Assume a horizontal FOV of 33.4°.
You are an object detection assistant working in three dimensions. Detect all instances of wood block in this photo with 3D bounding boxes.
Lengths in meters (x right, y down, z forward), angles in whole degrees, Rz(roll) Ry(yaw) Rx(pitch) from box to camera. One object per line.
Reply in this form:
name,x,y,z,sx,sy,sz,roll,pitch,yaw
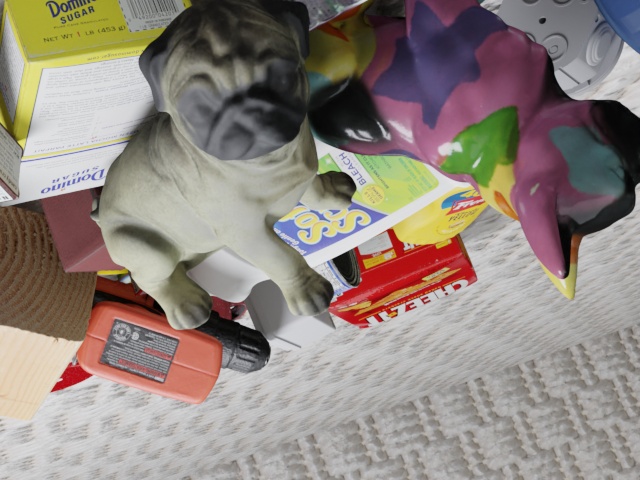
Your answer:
wood block,-0.236,0.061,0.808,0.090,0.090,0.206,16,151,-19

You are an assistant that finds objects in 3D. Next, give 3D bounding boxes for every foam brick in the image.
foam brick,-0.147,-0.023,0.713,0.051,0.078,0.052,-33,160,34

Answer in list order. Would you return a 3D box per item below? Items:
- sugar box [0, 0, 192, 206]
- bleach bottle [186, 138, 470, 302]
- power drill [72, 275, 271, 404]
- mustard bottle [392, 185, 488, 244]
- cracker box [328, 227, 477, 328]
sugar box,-0.135,-0.080,0.599,0.093,0.048,0.176,-15,167,-27
bleach bottle,-0.009,-0.021,0.804,0.251,0.102,0.068,-35,-162,20
power drill,-0.122,0.081,0.866,0.184,0.057,0.188,17,-179,-9
mustard bottle,0.138,-0.059,0.996,0.096,0.058,0.192,-16,163,-22
cracker box,0.088,0.036,1.225,0.164,0.072,0.213,-23,165,8
